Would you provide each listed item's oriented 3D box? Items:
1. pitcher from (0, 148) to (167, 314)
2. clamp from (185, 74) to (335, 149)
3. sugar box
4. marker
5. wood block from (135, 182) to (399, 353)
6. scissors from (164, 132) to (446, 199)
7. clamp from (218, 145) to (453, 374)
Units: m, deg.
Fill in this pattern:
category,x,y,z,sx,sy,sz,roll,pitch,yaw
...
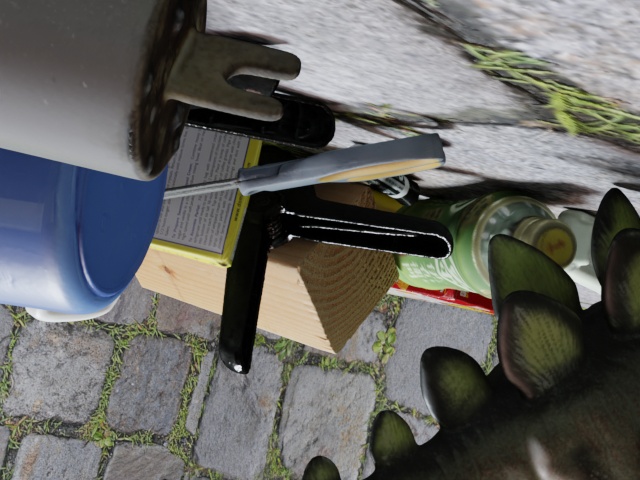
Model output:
category,x,y,z,sx,sy,sz,roll,pitch,yaw
pitcher,-0.193,-0.035,0.457,0.243,0.145,0.149,10,-179,11
clamp,-0.081,-0.074,0.503,0.171,0.039,0.120,6,169,5
sugar box,-0.128,-0.048,0.636,0.176,0.093,0.048,14,176,-2
marker,0.042,-0.041,0.700,0.020,0.020,0.121,12,177,22
wood block,-0.056,0.001,0.812,0.206,0.090,0.091,15,141,38
scissors,-0.018,-0.035,0.594,0.202,0.016,0.096,-8,178,32
clamp,-0.024,-0.015,0.707,0.164,0.036,0.210,-23,-136,-14
